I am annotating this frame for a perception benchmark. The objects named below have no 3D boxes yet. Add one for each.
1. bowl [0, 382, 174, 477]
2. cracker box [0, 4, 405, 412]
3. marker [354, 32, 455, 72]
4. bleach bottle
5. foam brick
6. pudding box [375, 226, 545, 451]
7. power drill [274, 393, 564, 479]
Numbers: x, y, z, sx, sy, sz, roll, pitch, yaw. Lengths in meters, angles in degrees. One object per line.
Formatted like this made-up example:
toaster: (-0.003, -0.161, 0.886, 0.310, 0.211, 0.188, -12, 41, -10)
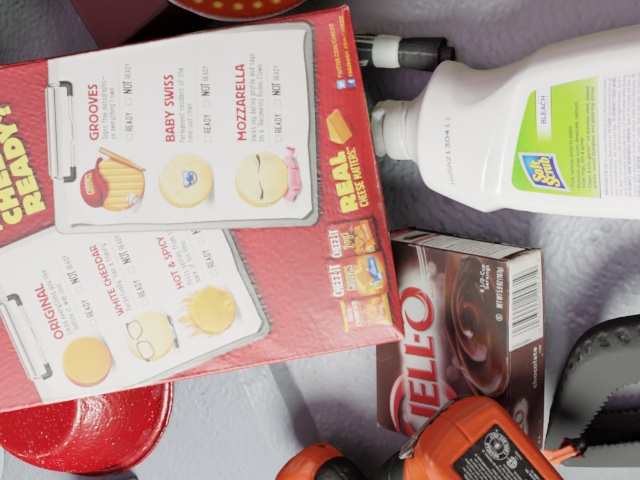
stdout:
bowl: (-0.177, 0.088, 0.692, 0.162, 0.055, 0.162, 6, 104, 24)
cracker box: (-0.077, -0.015, 0.533, 0.213, 0.072, 0.164, -10, 93, 0)
marker: (0.014, -0.104, 0.577, 0.121, 0.020, 0.020, 8, 106, 23)
bleach bottle: (0.143, -0.061, 0.503, 0.251, 0.068, 0.102, 3, 106, 27)
foam brick: (-0.093, -0.138, 0.586, 0.053, 0.078, 0.051, -31, 90, 28)
pudding box: (0.072, 0.054, 0.563, 0.090, 0.039, 0.113, 10, 106, 44)
power drill: (0.066, 0.169, 0.556, 0.184, 0.057, 0.188, 49, 145, 5)
